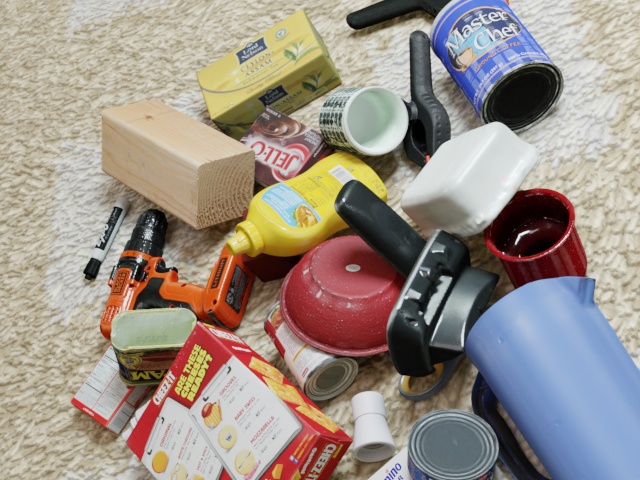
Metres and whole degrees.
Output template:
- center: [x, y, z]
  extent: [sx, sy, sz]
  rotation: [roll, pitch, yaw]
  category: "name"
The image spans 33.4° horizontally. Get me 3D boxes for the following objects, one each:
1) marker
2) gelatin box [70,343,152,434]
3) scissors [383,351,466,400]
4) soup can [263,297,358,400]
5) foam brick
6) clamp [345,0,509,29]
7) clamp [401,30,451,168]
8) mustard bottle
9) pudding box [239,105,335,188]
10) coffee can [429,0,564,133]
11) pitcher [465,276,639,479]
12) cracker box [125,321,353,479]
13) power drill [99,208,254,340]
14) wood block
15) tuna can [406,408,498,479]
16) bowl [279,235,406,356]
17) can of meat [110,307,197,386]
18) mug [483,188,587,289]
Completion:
- center: [-0.285, -0.002, 1.419]
  extent: [0.020, 0.020, 0.121]
  rotation: [8, 65, 32]
  category: "marker"
- center: [-0.246, 0.177, 1.279]
  extent: [0.073, 0.030, 0.089]
  rotation: [23, 72, 37]
  category: "gelatin box"
- center: [0.157, 0.113, 1.102]
  extent: [0.202, 0.016, 0.096]
  rotation: [-10, 54, 24]
  category: "scissors"
- center: [-0.010, 0.115, 1.162]
  extent: [0.068, 0.068, 0.102]
  rotation: [-38, 51, 3]
  category: "soup can"
- center: [-0.058, 0.002, 1.269]
  extent: [0.051, 0.053, 0.078]
  rotation: [-16, 54, 20]
  category: "foam brick"
- center: [0.141, -0.318, 1.366]
  extent: [0.210, 0.036, 0.164]
  rotation: [26, 76, 37]
  category: "clamp"
- center: [0.118, -0.158, 1.247]
  extent: [0.039, 0.120, 0.171]
  rotation: [-7, 51, -23]
  category: "clamp"
- center: [-0.024, -0.031, 1.216]
  extent: [0.191, 0.058, 0.096]
  rotation: [-28, 52, -25]
  category: "mustard bottle"
- center: [-0.051, -0.108, 1.341]
  extent: [0.114, 0.039, 0.090]
  rotation: [31, 80, 39]
  category: "pudding box"
- center: [0.199, -0.205, 1.220]
  extent: [0.103, 0.102, 0.140]
  rotation: [-32, 51, 8]
  category: "coffee can"
- center: [0.237, 0.167, 0.966]
  extent: [0.145, 0.149, 0.243]
  rotation: [-24, 54, -5]
  category: "pitcher"
- center: [-0.090, 0.212, 1.126]
  extent: [0.214, 0.072, 0.164]
  rotation: [37, 98, 39]
  category: "cracker box"
- center: [-0.172, 0.040, 1.309]
  extent: [0.188, 0.057, 0.184]
  rotation: [-2, 61, 30]
  category: "power drill"
- center: [-0.184, -0.101, 1.356]
  extent: [0.090, 0.090, 0.206]
  rotation: [-19, 36, -39]
  category: "wood block"
- center: [0.124, 0.203, 1.012]
  extent: [0.086, 0.034, 0.086]
  rotation: [-2, 41, 1]
  category: "tuna can"
- center: [0.035, 0.046, 1.143]
  extent: [0.162, 0.055, 0.162]
  rotation: [0, 45, 0]
  category: "bowl"
- center: [-0.186, 0.121, 1.224]
  extent: [0.102, 0.084, 0.057]
  rotation: [-3, 56, -2]
  category: "can of meat"
- center: [0.221, -0.001, 1.091]
  extent: [0.093, 0.081, 0.117]
  rotation: [-23, 44, 12]
  category: "mug"
